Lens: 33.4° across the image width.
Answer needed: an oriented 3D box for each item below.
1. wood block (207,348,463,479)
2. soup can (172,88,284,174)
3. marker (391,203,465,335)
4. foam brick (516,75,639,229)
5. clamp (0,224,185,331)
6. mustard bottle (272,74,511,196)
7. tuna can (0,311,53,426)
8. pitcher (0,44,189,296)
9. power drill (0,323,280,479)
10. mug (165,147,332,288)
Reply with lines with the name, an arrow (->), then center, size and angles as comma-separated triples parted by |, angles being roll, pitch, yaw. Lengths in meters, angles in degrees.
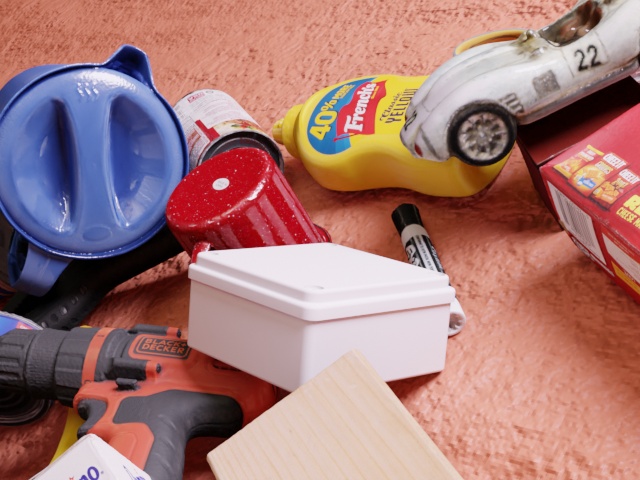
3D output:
wood block -> 0.039, 0.149, 0.441 | 0.091, 0.090, 0.206 | -35, 35, -5
soup can -> -0.077, -0.071, 0.825 | 0.068, 0.068, 0.102 | -35, 34, -4
marker -> 0.064, 0.014, 0.653 | 0.020, 0.020, 0.121 | -27, 35, 7
foam brick -> 0.162, -0.055, 0.634 | 0.078, 0.051, 0.053 | -27, 34, 7
clamp -> -0.181, 0.023, 0.816 | 0.210, 0.036, 0.165 | -38, 25, -3
mustard bottle -> 0.041, -0.077, 0.750 | 0.192, 0.058, 0.096 | 4, 53, 42
tuna can -> -0.218, 0.088, 0.722 | 0.086, 0.086, 0.033 | -16, 39, 22
pitcher -> -0.196, -0.065, 0.816 | 0.149, 0.145, 0.243 | -25, 19, -14
power drill -> -0.130, 0.112, 0.581 | 0.184, 0.057, 0.187 | 3, 32, 13
mug -> -0.055, 0.001, 0.706 | 0.093, 0.081, 0.117 | -4, 43, 34
